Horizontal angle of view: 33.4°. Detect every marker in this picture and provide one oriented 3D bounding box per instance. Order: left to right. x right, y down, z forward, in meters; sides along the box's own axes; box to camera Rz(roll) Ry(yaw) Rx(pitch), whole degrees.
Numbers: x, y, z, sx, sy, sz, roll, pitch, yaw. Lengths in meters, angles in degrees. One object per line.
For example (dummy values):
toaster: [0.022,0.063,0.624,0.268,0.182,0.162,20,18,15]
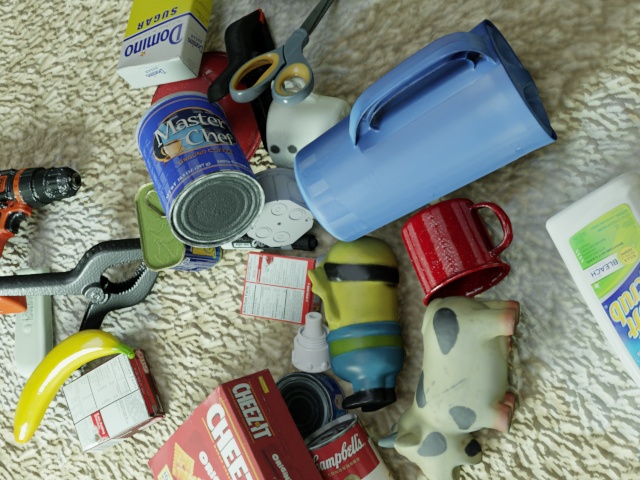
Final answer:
marker: [-0.058,0.001,1.205,0.121,0.020,0.020,1,86,28]

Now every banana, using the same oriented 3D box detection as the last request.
banana: [-0.308,0.162,1.271,0.198,0.037,0.070,-39,62,18]

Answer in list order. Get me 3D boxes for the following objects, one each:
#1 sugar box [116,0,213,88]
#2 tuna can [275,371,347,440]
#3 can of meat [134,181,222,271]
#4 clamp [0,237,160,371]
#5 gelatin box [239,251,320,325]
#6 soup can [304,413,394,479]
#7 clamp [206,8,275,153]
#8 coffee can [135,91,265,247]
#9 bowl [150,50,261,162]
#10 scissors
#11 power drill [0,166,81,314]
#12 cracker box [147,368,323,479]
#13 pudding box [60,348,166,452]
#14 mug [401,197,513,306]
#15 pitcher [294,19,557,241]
sugar box: [-0.175,-0.267,1.244,0.093,0.048,0.176,-6,60,28]
tuna can: [-0.016,0.184,1.159,0.086,0.033,0.086,-3,84,27]
can of meat: [-0.161,-0.015,1.224,0.058,0.083,0.102,-16,79,26]
clamp: [-0.266,0.066,1.273,0.210,0.164,0.036,-26,35,5]
gelatin box: [-0.043,0.053,1.187,0.089,0.030,0.073,7,90,28]
soup can: [0.033,0.238,1.093,0.069,0.068,0.102,-28,94,23]
clamp: [-0.073,-0.181,1.191,0.039,0.120,0.171,-12,48,26]
coffee can: [-0.129,-0.076,1.128,0.103,0.102,0.140,-44,46,17]
bowl: [-0.144,-0.148,1.244,0.162,0.055,0.162,-3,84,27]
scissors: [-0.013,-0.204,1.132,0.096,0.016,0.201,29,60,32]
power drill: [-0.386,-0.003,1.332,0.185,0.057,0.187,-7,62,30]
cracker box: [-0.090,0.257,1.123,0.164,0.071,0.214,62,140,18]
pudding box: [-0.248,0.193,1.278,0.114,0.039,0.090,-29,71,21]
mug: [0.139,0.005,1.060,0.117,0.093,0.081,-37,65,35]
pitcher: [0.092,-0.103,1.040,0.243,0.145,0.149,-30,103,20]
